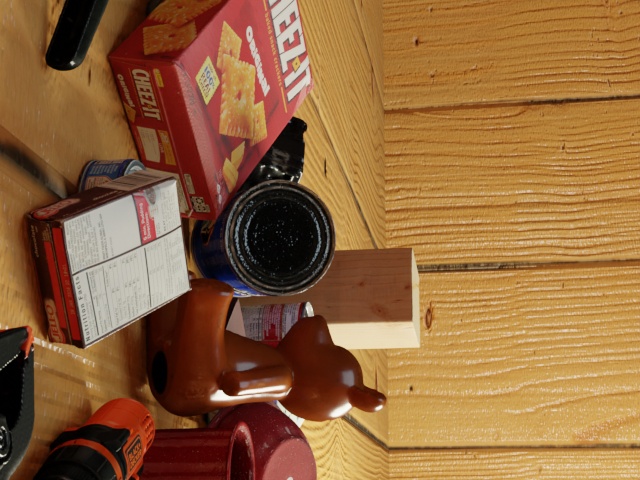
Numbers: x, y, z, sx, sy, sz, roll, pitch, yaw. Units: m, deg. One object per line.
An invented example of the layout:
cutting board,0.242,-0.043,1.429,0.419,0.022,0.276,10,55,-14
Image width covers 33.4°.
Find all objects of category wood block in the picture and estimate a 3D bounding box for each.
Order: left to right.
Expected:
wood block,0.005,0.068,1.200,0.091,0.206,0.090,68,22,-63

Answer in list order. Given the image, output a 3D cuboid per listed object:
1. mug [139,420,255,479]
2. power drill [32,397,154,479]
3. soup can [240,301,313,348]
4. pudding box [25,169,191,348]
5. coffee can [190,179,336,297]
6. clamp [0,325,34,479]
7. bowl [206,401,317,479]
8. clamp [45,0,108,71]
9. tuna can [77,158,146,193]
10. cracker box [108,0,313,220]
mug,-0.102,0.204,0.890,0.117,0.081,0.093,77,14,-48
power drill,-0.143,0.215,0.702,0.184,0.057,0.188,-54,140,-76
soup can,-0.061,0.099,1.108,0.068,0.102,0.068,-2,90,-81
pudding box,-0.140,0.010,0.719,0.113,0.039,0.090,-28,120,-49
coffee can,-0.057,0.001,0.993,0.140,0.102,0.103,171,-83,-71
clamp,-0.180,0.117,0.556,0.171,0.039,0.120,-78,164,-58
bowl,-0.051,0.226,0.995,0.161,0.055,0.162,-2,92,-55
clamp,-0.149,-0.235,0.740,0.209,0.036,0.164,-58,147,-47
tuna can,-0.150,-0.018,0.793,0.086,0.034,0.086,-2,90,-81
cracker box,-0.085,-0.146,0.939,0.213,0.072,0.164,-58,149,-41
